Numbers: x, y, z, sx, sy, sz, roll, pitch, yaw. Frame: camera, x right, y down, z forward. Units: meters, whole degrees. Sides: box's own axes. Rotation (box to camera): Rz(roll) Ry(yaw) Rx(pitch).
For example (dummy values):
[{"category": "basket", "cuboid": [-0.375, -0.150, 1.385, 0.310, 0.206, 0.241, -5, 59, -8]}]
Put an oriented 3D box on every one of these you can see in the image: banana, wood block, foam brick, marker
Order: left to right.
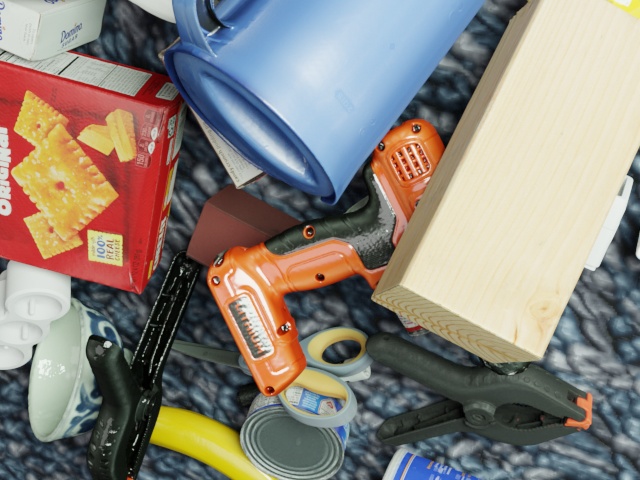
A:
[{"category": "banana", "cuboid": [-0.088, 0.188, 0.915, 0.198, 0.037, 0.070, 32, 116, 8]}, {"category": "foam brick", "cuboid": [-0.055, 0.001, 0.830, 0.078, 0.053, 0.051, 29, 116, 10]}, {"category": "marker", "cuboid": [-0.016, 0.116, 0.873, 0.121, 0.020, 0.020, -17, 101, 25]}, {"category": "wood block", "cuboid": [0.122, -0.039, 0.641, 0.091, 0.090, 0.206, 28, 79, -4]}]

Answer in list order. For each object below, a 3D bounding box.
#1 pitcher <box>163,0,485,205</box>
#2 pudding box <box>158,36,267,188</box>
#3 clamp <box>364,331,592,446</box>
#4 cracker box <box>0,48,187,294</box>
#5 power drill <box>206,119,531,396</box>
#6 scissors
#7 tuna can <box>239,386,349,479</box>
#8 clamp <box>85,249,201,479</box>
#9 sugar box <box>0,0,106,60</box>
[{"category": "pitcher", "cuboid": [0.025, -0.156, 0.641, 0.145, 0.149, 0.242, 39, 78, 1]}, {"category": "pudding box", "cuboid": [-0.057, -0.102, 0.774, 0.039, 0.090, 0.113, -30, 95, 27]}, {"category": "clamp", "cuboid": [0.115, 0.127, 0.811, 0.171, 0.039, 0.120, 12, 141, 10]}, {"category": "cracker box", "cuboid": [-0.222, -0.065, 0.832, 0.213, 0.072, 0.164, 15, 117, 1]}, {"category": "power drill", "cuboid": [0.032, 0.035, 0.724, 0.188, 0.057, 0.184, -26, 92, 11]}, {"category": "scissors", "cuboid": [-0.037, 0.088, 0.865, 0.202, 0.096, 0.016, 25, 152, 41]}, {"category": "tuna can", "cuboid": [-0.020, 0.156, 0.867, 0.086, 0.033, 0.086, 7, 126, 10]}, {"category": "clamp", "cuboid": [-0.147, 0.116, 0.858, 0.036, 0.164, 0.210, 20, 125, 11]}, {"category": "sugar box", "cuboid": [-0.265, -0.194, 0.819, 0.176, 0.093, 0.048, 27, 119, 11]}]
